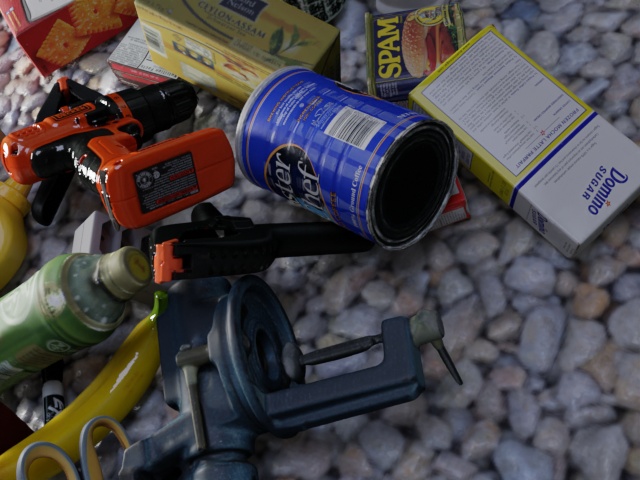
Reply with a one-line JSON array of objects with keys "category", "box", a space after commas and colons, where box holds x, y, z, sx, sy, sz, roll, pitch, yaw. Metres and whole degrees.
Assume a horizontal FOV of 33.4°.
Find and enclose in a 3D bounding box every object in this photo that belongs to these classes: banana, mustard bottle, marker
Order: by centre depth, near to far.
[{"category": "banana", "box": [-0.177, 0.124, 0.809, 0.037, 0.069, 0.197, 21, 60, 36]}, {"category": "marker", "box": [-0.210, 0.142, 0.843, 0.020, 0.020, 0.121, -18, 54, 6]}, {"category": "mustard bottle", "box": [-0.314, 0.018, 0.935, 0.096, 0.058, 0.191, 20, 66, 28]}]

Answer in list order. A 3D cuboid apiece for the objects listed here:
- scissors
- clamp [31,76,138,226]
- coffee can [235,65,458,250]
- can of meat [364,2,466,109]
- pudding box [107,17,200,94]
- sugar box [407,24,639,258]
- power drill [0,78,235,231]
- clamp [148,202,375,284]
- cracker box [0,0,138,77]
[{"category": "scissors", "box": [-0.159, 0.217, 0.733, 0.096, 0.016, 0.202, 6, 58, -28]}, {"category": "clamp", "box": [-0.226, -0.084, 0.980, 0.120, 0.039, 0.172, -22, 49, -19]}, {"category": "coffee can", "box": [0.019, -0.065, 0.815, 0.140, 0.102, 0.102, 27, 69, 36]}, {"category": "can of meat", "box": [0.084, -0.153, 0.917, 0.084, 0.057, 0.102, -7, 57, 11]}, {"category": "pudding box", "box": [-0.137, -0.192, 1.026, 0.090, 0.039, 0.113, 20, 68, 27]}, {"category": "sugar box", "box": [0.161, -0.077, 0.821, 0.093, 0.048, 0.176, -42, 75, -11]}, {"category": "power drill", "box": [-0.149, -0.078, 0.877, 0.184, 0.057, 0.188, -27, 30, -27]}, {"category": "clamp", "box": [-0.055, 0.001, 0.801, 0.165, 0.209, 0.036, 5, 100, 16]}, {"category": "cracker box", "box": [-0.232, -0.286, 1.099, 0.213, 0.072, 0.164, -31, 54, -5]}]
